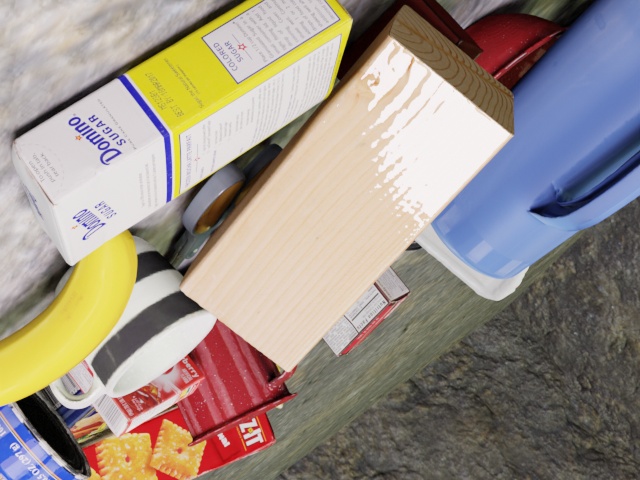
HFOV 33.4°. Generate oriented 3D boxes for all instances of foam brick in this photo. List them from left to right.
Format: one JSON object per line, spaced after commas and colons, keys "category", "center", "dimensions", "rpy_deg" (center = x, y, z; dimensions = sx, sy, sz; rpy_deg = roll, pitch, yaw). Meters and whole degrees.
{"category": "foam brick", "center": [0.056, -0.118, 0.700], "dimensions": [0.078, 0.051, 0.052], "rpy_deg": [-44, 166, 19]}

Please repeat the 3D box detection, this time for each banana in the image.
{"category": "banana", "center": [-0.168, 0.051, 0.629], "dimensions": [0.198, 0.069, 0.037], "rpy_deg": [-45, -171, 17]}

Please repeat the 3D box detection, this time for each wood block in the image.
{"category": "wood block", "center": [0.015, -0.031, 0.656], "dimensions": [0.206, 0.091, 0.090], "rpy_deg": [-49, -172, 24]}

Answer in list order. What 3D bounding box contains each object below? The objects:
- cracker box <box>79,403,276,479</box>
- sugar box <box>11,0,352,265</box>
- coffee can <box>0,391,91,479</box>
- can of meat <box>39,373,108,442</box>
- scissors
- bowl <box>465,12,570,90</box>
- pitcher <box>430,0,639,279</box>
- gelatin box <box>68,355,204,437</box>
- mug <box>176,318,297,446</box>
{"category": "cracker box", "center": [-0.169, 0.196, 0.933], "dimensions": [0.213, 0.072, 0.164], "rpy_deg": [-19, 176, -33]}
{"category": "sugar box", "center": [-0.070, -0.063, 0.549], "dimensions": [0.176, 0.048, 0.093], "rpy_deg": [-32, 168, -17]}
{"category": "coffee can", "center": [-0.239, 0.161, 0.706], "dimensions": [0.140, 0.103, 0.103], "rpy_deg": [-38, 167, -7]}
{"category": "can of meat", "center": [-0.179, 0.114, 0.824], "dimensions": [0.084, 0.057, 0.102], "rpy_deg": [-40, 167, 15]}
{"category": "scissors", "center": [-0.079, -0.011, 0.770], "dimensions": [0.096, 0.016, 0.202], "rpy_deg": [-38, 174, -28]}
{"category": "bowl", "center": [0.129, -0.130, 0.856], "dimensions": [0.162, 0.055, 0.162], "rpy_deg": [-37, 167, -10]}
{"category": "pitcher", "center": [0.190, -0.073, 0.794], "dimensions": [0.243, 0.145, 0.149], "rpy_deg": [-44, 159, 31]}
{"category": "gelatin box", "center": [-0.138, 0.085, 0.760], "dimensions": [0.073, 0.089, 0.030], "rpy_deg": [-27, 161, -45]}
{"category": "mug", "center": [-0.068, 0.098, 0.821], "dimensions": [0.117, 0.081, 0.093], "rpy_deg": [-31, 170, 33]}
